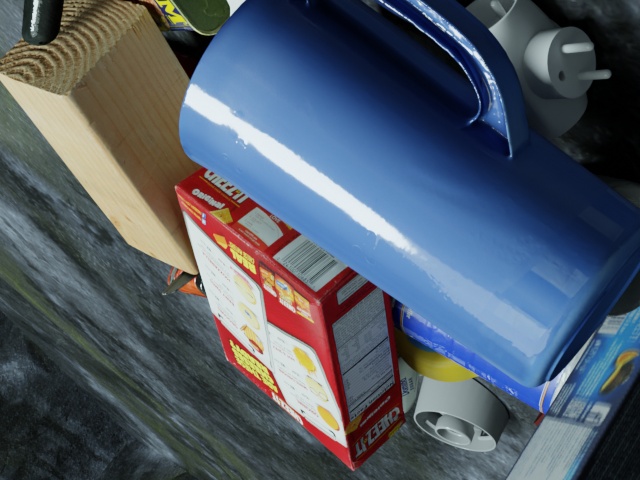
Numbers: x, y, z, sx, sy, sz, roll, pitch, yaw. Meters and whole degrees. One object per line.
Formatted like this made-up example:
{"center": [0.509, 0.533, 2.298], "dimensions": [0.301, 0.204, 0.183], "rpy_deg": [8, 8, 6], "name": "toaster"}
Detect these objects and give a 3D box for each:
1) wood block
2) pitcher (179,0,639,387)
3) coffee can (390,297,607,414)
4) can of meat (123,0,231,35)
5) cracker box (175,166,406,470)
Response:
{"center": [-0.140, -0.078, 0.811], "dimensions": [0.090, 0.090, 0.206], "rpy_deg": [23, 155, 37], "name": "wood block"}
{"center": [0.053, -0.040, 0.571], "dimensions": [0.243, 0.145, 0.149], "rpy_deg": [37, -178, 18], "name": "pitcher"}
{"center": [0.136, 0.052, 0.773], "dimensions": [0.140, 0.102, 0.103], "rpy_deg": [29, 159, 24], "name": "coffee can"}
{"center": [-0.110, -0.191, 0.733], "dimensions": [0.084, 0.057, 0.102], "rpy_deg": [14, 149, 53], "name": "can of meat"}
{"center": [-0.018, 0.053, 0.816], "dimensions": [0.164, 0.072, 0.214], "rpy_deg": [36, 152, 35], "name": "cracker box"}
